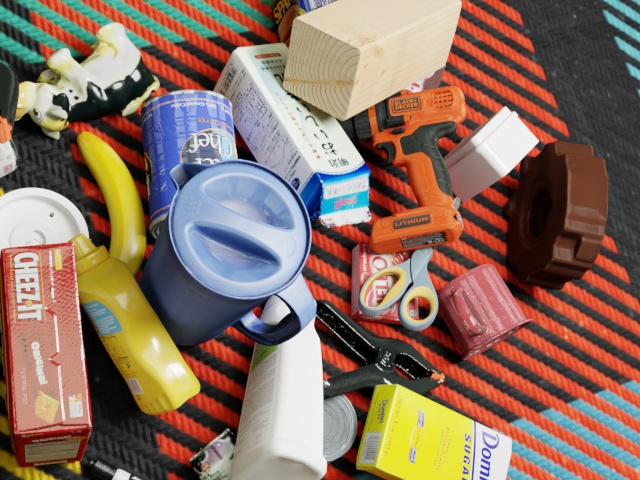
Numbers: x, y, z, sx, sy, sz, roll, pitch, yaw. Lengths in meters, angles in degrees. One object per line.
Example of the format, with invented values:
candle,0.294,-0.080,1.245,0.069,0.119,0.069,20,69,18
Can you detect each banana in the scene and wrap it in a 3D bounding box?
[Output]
banana,-0.223,-0.026,1.146,0.069,0.037,0.198,1,71,-21

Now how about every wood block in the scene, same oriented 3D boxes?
wood block,0.061,-0.221,1.204,0.091,0.090,0.205,31,41,23

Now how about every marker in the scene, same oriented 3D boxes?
marker,-0.179,0.251,1.071,0.121,0.020,0.020,30,64,-7

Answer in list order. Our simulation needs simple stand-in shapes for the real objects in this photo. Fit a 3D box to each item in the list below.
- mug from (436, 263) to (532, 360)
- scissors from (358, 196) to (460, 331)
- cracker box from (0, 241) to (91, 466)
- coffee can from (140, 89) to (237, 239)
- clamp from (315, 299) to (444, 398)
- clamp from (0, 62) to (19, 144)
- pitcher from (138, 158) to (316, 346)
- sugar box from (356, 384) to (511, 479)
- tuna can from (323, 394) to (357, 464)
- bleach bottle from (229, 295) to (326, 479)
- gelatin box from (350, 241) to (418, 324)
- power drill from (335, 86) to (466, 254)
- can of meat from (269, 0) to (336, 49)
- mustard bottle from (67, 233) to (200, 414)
mug,0.177,0.080,1.214,0.081,0.093,0.117,61,21,13
scissors,0.127,0.031,1.215,0.096,0.016,0.201,40,61,23
cracker box,-0.256,0.112,0.983,0.072,0.214,0.164,-5,73,-16
coffee can,-0.139,-0.078,1.158,0.102,0.103,0.140,-1,71,-20
clamp,0.058,0.143,1.169,0.171,0.039,0.120,25,51,-16
clamp,-0.368,-0.178,1.110,0.164,0.036,0.210,-36,60,-26
pitcher,-0.101,0.034,1.052,0.144,0.243,0.149,4,70,-19
sugar box,0.125,0.228,1.145,0.176,0.048,0.093,27,68,-26
tuna can,-0.005,0.198,1.144,0.086,0.034,0.086,7,69,-18
bleach bottle,-0.035,0.136,1.097,0.068,0.103,0.250,29,43,-24
gelatin box,0.074,0.050,1.229,0.073,0.030,0.089,8,68,-16
power drill,0.083,-0.082,1.223,0.184,0.057,0.187,-10,71,11
can of meat,-0.016,-0.263,1.272,0.057,0.102,0.084,-8,76,-23
mustard bottle,-0.195,0.079,1.060,0.058,0.096,0.191,-34,101,-27
